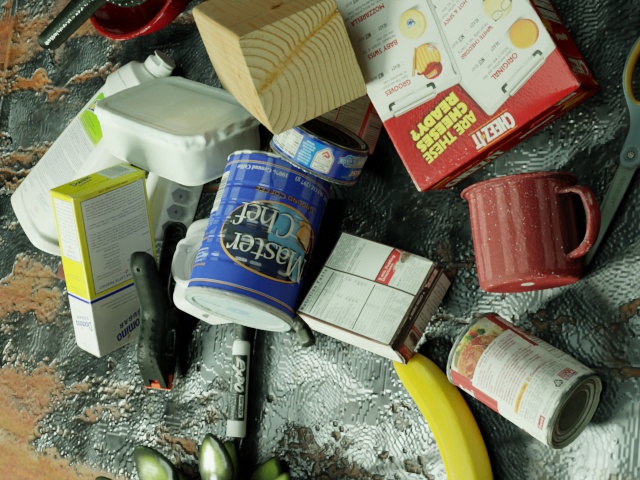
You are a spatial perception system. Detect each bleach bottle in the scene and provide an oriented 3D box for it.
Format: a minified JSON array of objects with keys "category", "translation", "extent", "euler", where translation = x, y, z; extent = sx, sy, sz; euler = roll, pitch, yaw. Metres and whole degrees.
[{"category":"bleach bottle","translation":[-0.246,-0.105,1.203],"extent":[0.251,0.068,0.103],"euler":[-48,56,17]}]

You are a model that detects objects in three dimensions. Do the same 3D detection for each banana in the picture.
[{"category":"banana","translation":[0.105,0.175,0.881],"extent":[0.070,0.037,0.198],"euler":[-24,66,31]}]

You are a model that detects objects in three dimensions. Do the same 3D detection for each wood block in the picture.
[{"category":"wood block","translation":[-0.043,-0.175,0.969],"extent":[0.090,0.090,0.206],"euler":[-25,24,-8]}]

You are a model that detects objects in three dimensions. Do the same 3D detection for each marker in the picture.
[{"category":"marker","translation":[-0.079,0.131,1.046],"extent":[0.020,0.020,0.121],"euler":[-5,76,37]}]

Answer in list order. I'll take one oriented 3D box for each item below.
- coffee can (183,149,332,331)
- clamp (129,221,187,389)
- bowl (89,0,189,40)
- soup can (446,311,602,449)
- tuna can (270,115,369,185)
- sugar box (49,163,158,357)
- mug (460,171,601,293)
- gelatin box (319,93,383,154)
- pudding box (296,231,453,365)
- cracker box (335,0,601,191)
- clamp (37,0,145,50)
[{"category":"coffee can","translation":[-0.056,0.001,0.981],"extent":[0.103,0.102,0.140],"euler":[4,70,38]},{"category":"clamp","translation":[-0.164,0.072,1.065],"extent":[0.039,0.120,0.171],"euler":[5,98,16]},{"category":"bowl","translation":[-0.192,-0.296,1.207],"extent":[0.162,0.055,0.162],"euler":[-10,74,36]},{"category":"soup can","translation":[0.159,0.109,0.835],"extent":[0.102,0.068,0.068],"euler":[32,100,37]},{"category":"tuna can","translation":[0.000,-0.084,0.955],"extent":[0.086,0.085,0.034],"euler":[39,112,37]},{"category":"sugar box","translation":[-0.213,0.019,1.081],"extent":[0.048,0.093,0.176],"euler":[20,122,38]},{"category":"mug","translation":[0.170,-0.006,0.837],"extent":[0.117,0.093,0.081],"euler":[-17,74,47]},{"category":"gelatin box","translation":[0.030,-0.134,1.013],"extent":[0.073,0.030,0.089],"euler":[25,99,38]},{"category":"pudding box","translation":[0.046,0.049,0.939],"extent":[0.114,0.039,0.090],"euler":[17,71,41]},{"category":"cracker box","translation":[0.110,-0.174,0.905],"extent":[0.164,0.072,0.214],"euler":[-34,77,30]},{"category":"clamp","translation":[-0.233,-0.309,1.180],"extent":[0.210,0.036,0.164],"euler":[-9,75,34]}]
